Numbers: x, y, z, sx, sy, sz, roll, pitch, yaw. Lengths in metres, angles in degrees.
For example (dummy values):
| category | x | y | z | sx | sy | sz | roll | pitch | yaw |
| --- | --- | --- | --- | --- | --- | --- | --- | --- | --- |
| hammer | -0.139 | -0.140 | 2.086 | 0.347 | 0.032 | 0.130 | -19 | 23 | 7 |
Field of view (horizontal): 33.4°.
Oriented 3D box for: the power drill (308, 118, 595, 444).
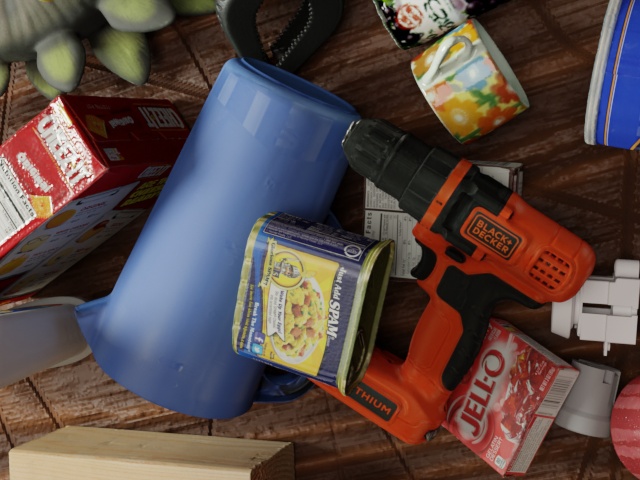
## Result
| category | x | y | z | sx | sy | sz | roll | pitch | yaw |
| --- | --- | --- | --- | --- | --- | --- | --- | --- | --- |
| power drill | 0.063 | 0.031 | 0.725 | 0.184 | 0.057 | 0.188 | 34 | 114 | 8 |

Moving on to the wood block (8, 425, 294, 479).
| category | x | y | z | sx | sy | sz | roll | pitch | yaw |
| --- | --- | --- | --- | --- | --- | --- | --- | --- | --- |
| wood block | -0.131 | 0.205 | 0.840 | 0.206 | 0.090 | 0.091 | 0 | 94 | 20 |

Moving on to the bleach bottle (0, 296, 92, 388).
| category | x | y | z | sx | sy | sz | roll | pitch | yaw |
| --- | --- | --- | --- | --- | --- | --- | --- | --- | --- |
| bleach bottle | -0.241 | 0.079 | 0.783 | 0.103 | 0.250 | 0.068 | -10 | 91 | 20 |

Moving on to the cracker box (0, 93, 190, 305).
| category | x | y | z | sx | sy | sz | roll | pitch | yaw |
| --- | --- | --- | --- | --- | --- | --- | --- | --- | --- |
| cracker box | -0.212 | -0.024 | 0.810 | 0.214 | 0.164 | 0.072 | -36 | 85 | 19 |

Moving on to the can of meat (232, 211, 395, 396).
| category | x | y | z | sx | sy | sz | roll | pitch | yaw |
| --- | --- | --- | --- | --- | --- | --- | --- | --- | --- |
| can of meat | -0.006 | 0.038 | 0.691 | 0.084 | 0.057 | 0.102 | 16 | 109 | 16 |

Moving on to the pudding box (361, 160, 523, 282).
| category | x | y | z | sx | sy | sz | roll | pitch | yaw |
| --- | --- | --- | --- | --- | --- | --- | --- | --- | --- |
| pudding box | 0.086 | -0.014 | 0.771 | 0.114 | 0.039 | 0.090 | 5 | 97 | 22 |

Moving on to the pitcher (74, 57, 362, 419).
| category | x | y | z | sx | sy | sz | roll | pitch | yaw |
| --- | --- | --- | --- | --- | --- | --- | --- | --- | --- |
| pitcher | -0.055 | 0.001 | 0.777 | 0.145 | 0.149 | 0.243 | 34 | 106 | 33 |

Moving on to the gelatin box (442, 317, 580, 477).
| category | x | y | z | sx | sy | sz | roll | pitch | yaw |
| --- | --- | --- | --- | --- | --- | --- | --- | --- | --- |
| gelatin box | 0.130 | 0.110 | 0.754 | 0.073 | 0.030 | 0.089 | 37 | 107 | 45 |

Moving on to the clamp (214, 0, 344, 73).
| category | x | y | z | sx | sy | sz | roll | pitch | yaw |
| --- | --- | --- | --- | --- | --- | --- | --- | --- | --- |
| clamp | -0.012 | -0.195 | 0.746 | 0.164 | 0.210 | 0.036 | -6 | 49 | -13 |
